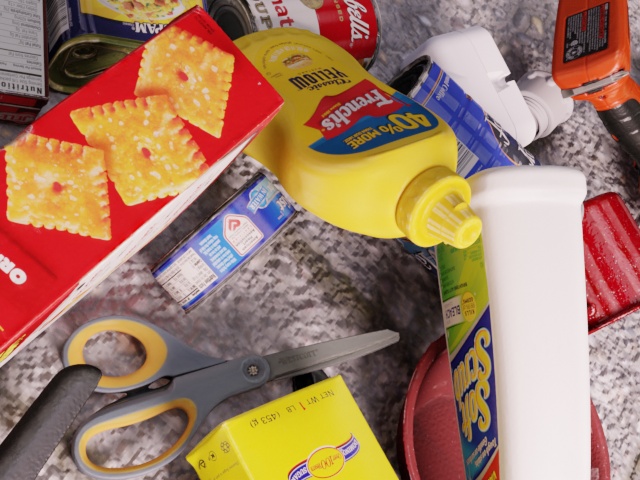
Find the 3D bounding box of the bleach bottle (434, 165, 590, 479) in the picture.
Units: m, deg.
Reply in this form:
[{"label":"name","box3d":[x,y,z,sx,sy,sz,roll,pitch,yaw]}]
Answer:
[{"label":"bleach bottle","box3d":[0.109,0.093,0.573,0.068,0.103,0.251,-1,78,-15]}]

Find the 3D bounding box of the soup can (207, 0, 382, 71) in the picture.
[{"label":"soup can","box3d":[-0.020,-0.133,0.689,0.102,0.069,0.068,-15,79,-36]}]

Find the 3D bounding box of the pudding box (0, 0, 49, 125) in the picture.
[{"label":"pudding box","box3d":[-0.198,-0.124,0.587,0.089,0.039,0.113,6,69,-32]}]

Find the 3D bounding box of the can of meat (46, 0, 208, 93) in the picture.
[{"label":"can of meat","box3d":[-0.114,-0.133,0.634,0.101,0.058,0.084,3,66,-33]}]

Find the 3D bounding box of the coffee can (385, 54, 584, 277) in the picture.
[{"label":"coffee can","box3d":[0.085,-0.035,0.693,0.140,0.103,0.102,41,53,-12]}]

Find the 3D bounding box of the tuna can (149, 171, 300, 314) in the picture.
[{"label":"tuna can","box3d":[-0.054,0.001,0.597,0.034,0.086,0.086,48,52,-5]}]

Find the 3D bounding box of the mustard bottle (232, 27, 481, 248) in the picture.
[{"label":"mustard bottle","box3d":[0.017,-0.052,0.580,0.096,0.058,0.192,-19,43,-31]}]

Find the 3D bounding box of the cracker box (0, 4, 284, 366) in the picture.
[{"label":"cracker box","box3d":[-0.134,0.000,0.494,0.072,0.164,0.213,48,52,-5]}]

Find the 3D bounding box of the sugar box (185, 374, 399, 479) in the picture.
[{"label":"sugar box","box3d":[0.014,0.163,0.538,0.093,0.048,0.176,-16,68,-46]}]

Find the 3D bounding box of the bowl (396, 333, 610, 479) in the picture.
[{"label":"bowl","box3d":[0.103,0.134,0.661,0.161,0.055,0.162,13,63,-28]}]

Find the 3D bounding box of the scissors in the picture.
[{"label":"scissors","box3d":[-0.055,0.060,0.595,0.201,0.016,0.096,-28,81,-29]}]
